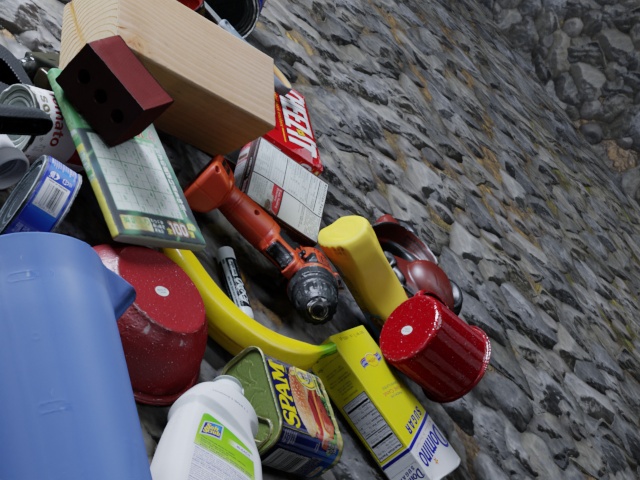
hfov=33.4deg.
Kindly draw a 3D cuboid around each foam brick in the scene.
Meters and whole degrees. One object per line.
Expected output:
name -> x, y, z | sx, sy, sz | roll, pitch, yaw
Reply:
foam brick -> -0.178, -0.129, 0.923 | 0.078, 0.053, 0.051 | 49, 28, -1

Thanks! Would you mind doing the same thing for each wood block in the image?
wood block -> -0.148, -0.170, 1.063 | 0.205, 0.090, 0.091 | 24, 54, -43

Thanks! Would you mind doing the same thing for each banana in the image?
banana -> -0.079, 0.071, 0.989 | 0.198, 0.037, 0.069 | 35, 34, -3

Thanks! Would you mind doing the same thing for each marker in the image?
marker -> -0.080, 0.056, 1.046 | 0.020, 0.020, 0.121 | 23, 33, -42

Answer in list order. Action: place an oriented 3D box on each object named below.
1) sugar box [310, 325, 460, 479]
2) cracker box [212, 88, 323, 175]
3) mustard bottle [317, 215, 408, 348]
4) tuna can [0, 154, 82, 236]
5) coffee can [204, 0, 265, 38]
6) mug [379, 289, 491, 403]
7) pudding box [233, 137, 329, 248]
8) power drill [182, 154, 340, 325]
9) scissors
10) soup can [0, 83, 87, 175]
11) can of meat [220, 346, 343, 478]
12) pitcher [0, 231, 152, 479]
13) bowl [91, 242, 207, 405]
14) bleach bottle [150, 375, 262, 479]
sugar box -> 0.064, 0.171, 1.073 | 0.176, 0.048, 0.093 | 51, 21, 13
cracker box -> -0.102, -0.163, 1.277 | 0.213, 0.072, 0.164 | 32, 29, -32
mustard bottle -> 0.068, 0.066, 1.188 | 0.191, 0.058, 0.096 | 60, -11, -16
tuna can -> -0.227, -0.025, 0.847 | 0.033, 0.086, 0.086 | 35, 27, -23
coffee can -> -0.126, -0.342, 1.473 | 0.102, 0.103, 0.140 | 40, 25, -16
mug -> 0.117, 0.101, 1.117 | 0.081, 0.093, 0.117 | 38, 41, -31
pudding box -> -0.047, -0.051, 1.206 | 0.113, 0.039, 0.090 | 35, 48, -30
power drill -> -0.057, 0.001, 1.073 | 0.187, 0.057, 0.184 | 45, 4, -11
scissors -> -0.113, -0.244, 1.274 | 0.201, 0.016, 0.096 | 43, 22, -10
soup can -> -0.237, -0.099, 0.964 | 0.102, 0.069, 0.068 | 11, 43, -52
can of meat -> -0.034, 0.153, 0.931 | 0.083, 0.057, 0.102 | 28, 30, -40
pitcher -> -0.182, 0.127, 0.662 | 0.144, 0.149, 0.243 | 38, 25, -56
bowl -> -0.148, 0.056, 0.891 | 0.162, 0.055, 0.162 | 36, 27, -22
bleach bottle -> -0.081, 0.188, 0.795 | 0.102, 0.068, 0.250 | 40, 23, -16
